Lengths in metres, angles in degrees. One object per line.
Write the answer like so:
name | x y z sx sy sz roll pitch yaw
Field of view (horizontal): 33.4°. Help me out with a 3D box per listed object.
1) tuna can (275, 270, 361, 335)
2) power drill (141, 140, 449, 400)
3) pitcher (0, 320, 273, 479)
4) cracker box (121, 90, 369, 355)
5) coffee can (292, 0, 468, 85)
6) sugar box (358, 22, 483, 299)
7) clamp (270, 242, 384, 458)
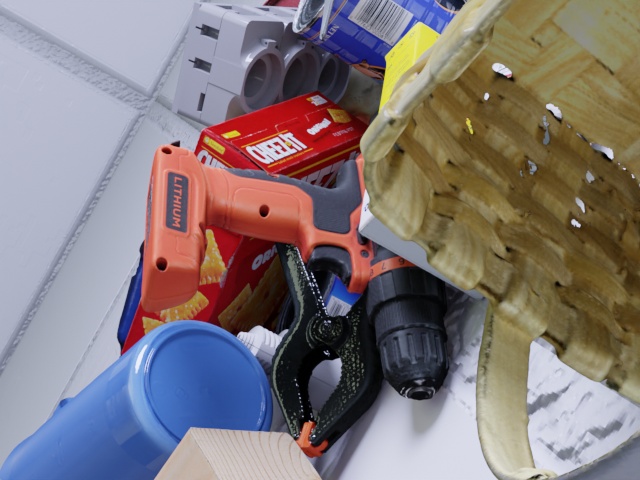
tuna can | 0.001 0.051 0.835 0.086 0.033 0.086 -52 19 27
power drill | -0.015 0.012 0.661 0.057 0.187 0.184 113 158 -49
pitcher | -0.134 0.165 0.774 0.243 0.149 0.144 -43 5 44
cracker box | -0.056 0.001 0.844 0.163 0.072 0.214 -31 -29 -55
coffee can | 0.064 -0.168 0.818 0.103 0.140 0.103 -52 19 27
sugar box | 0.081 -0.055 0.679 0.048 0.093 0.176 -47 23 38
clamp | 0.019 0.060 0.724 0.120 0.039 0.171 -7 65 25
